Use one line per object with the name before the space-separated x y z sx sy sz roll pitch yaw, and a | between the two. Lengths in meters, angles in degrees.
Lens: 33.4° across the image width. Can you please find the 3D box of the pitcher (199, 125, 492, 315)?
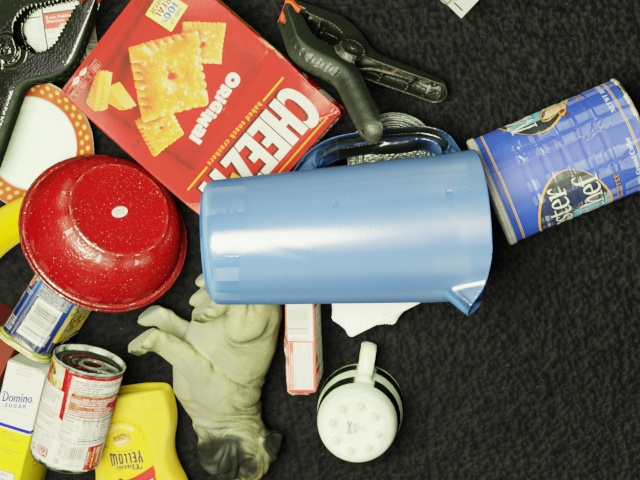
pitcher | 0.021 -0.014 0.923 0.243 0.149 0.145 -3 105 -1

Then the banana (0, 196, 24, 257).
banana | -0.293 -0.004 1.042 0.198 0.037 0.069 -22 110 14

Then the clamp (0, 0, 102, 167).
clamp | -0.295 -0.181 0.990 0.210 0.036 0.164 -40 94 11

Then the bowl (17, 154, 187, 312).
bowl | -0.192 -0.018 0.982 0.161 0.055 0.162 11 63 -22

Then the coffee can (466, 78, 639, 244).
coffee can | 0.215 -0.070 0.955 0.140 0.102 0.103 -23 94 8

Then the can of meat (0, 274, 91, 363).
can of meat | -0.253 0.061 1.024 0.057 0.102 0.084 34 97 1

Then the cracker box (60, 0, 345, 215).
cracker box | -0.110 -0.131 0.998 0.213 0.072 0.164 42 100 -1

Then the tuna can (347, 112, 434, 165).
tuna can | 0.069 -0.078 1.004 0.086 0.033 0.086 1 97 6

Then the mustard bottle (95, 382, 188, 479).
mustard bottle | -0.179 0.241 1.060 0.096 0.058 0.191 -8 97 9

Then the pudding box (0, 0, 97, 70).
pudding box | -0.266 -0.223 1.021 0.090 0.039 0.113 -5 95 8

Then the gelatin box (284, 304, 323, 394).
gelatin box | -0.016 0.095 1.015 0.030 0.073 0.089 -1 97 5

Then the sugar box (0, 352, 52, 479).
sugar box | -0.291 0.194 1.048 0.048 0.093 0.176 19 99 3

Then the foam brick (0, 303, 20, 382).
foam brick | -0.316 0.101 1.047 0.053 0.078 0.051 30 98 2

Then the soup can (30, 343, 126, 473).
soup can | -0.226 0.156 0.993 0.068 0.068 0.102 17 102 4

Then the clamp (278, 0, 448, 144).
clamp | 0.023 -0.155 0.965 0.171 0.120 0.039 34 129 10
